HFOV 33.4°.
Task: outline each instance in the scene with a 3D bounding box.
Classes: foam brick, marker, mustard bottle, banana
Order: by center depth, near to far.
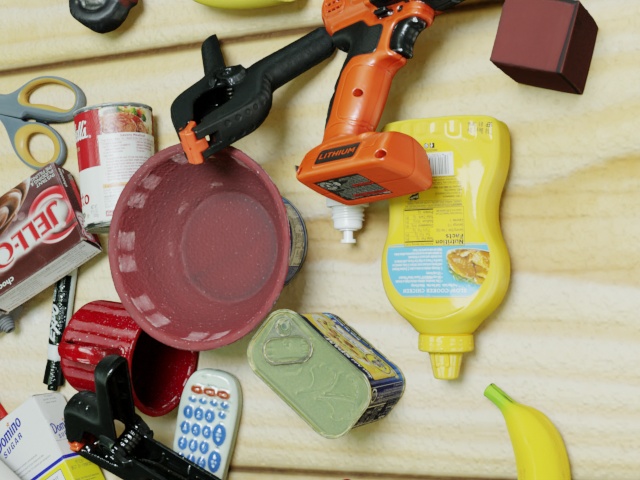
[{"bbox_3d":[0.160,-0.140,0.756,0.051,0.078,0.053,15,92,25],"label":"foam brick"},{"bbox_3d":[0.146,0.206,0.773,0.070,0.037,0.198,5,89,42],"label":"banana"},{"bbox_3d":[0.092,0.006,0.791,0.096,0.058,0.191,-2,87,26],"label":"mustard bottle"},{"bbox_3d":[-0.234,0.075,0.961,0.020,0.020,0.121,8,91,25],"label":"marker"}]

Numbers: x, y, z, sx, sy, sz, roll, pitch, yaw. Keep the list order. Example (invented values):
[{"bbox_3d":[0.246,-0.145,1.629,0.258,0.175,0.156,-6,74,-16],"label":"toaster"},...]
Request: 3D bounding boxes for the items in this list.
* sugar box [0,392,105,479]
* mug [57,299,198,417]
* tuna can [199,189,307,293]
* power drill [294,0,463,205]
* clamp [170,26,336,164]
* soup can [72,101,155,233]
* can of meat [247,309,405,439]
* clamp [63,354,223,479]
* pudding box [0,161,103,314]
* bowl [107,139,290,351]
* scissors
[{"bbox_3d":[-0.231,0.231,0.939,0.093,0.048,0.176,-37,71,22],"label":"sugar box"},{"bbox_3d":[-0.167,0.093,0.879,0.082,0.117,0.093,7,90,30],"label":"mug"},{"bbox_3d":[-0.056,0.001,0.873,0.086,0.033,0.086,-1,87,25],"label":"tuna can"},{"bbox_3d":[0.057,-0.124,0.760,0.185,0.057,0.187,-12,59,52],"label":"power drill"},{"bbox_3d":[-0.074,-0.120,0.837,0.120,0.171,0.039,2,127,35],"label":"clamp"},{"bbox_3d":[-0.172,-0.061,0.911,0.069,0.068,0.102,-9,84,24],"label":"soup can"},{"bbox_3d":[0.007,0.098,0.812,0.102,0.083,0.057,40,104,21],"label":"can of meat"},{"bbox_3d":[-0.144,0.164,0.842,0.164,0.036,0.210,49,150,-10],"label":"clamp"},{"bbox_3d":[-0.258,-0.002,0.946,0.113,0.039,0.090,-34,61,11],"label":"pudding box"},{"bbox_3d":[-0.085,0.005,0.836,0.162,0.055,0.162,-1,87,25],"label":"bowl"},{"bbox_3d":[-0.306,-0.111,1.004,0.202,0.016,0.096,-1,87,25],"label":"scissors"}]
